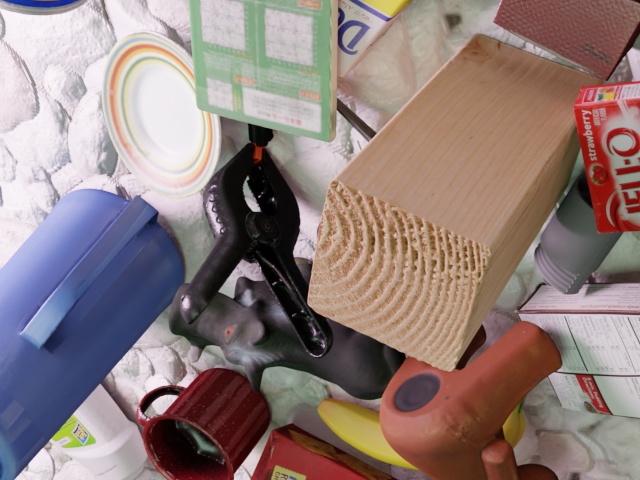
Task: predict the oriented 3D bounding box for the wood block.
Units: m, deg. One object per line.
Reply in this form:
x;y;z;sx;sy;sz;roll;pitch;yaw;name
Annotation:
0.083;-0.031;0.622;0.091;0.205;0.090;23;130;16;wood block

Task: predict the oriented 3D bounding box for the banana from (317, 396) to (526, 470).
0.087;0.154;0.863;0.198;0.037;0.069;-11;87;34;banana

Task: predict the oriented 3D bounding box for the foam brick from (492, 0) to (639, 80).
0.149;-0.138;0.614;0.078;0.051;0.053;31;132;11;foam brick

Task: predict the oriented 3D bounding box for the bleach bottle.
-0.260;0.160;1.061;0.103;0.068;0.251;-29;105;41;bleach bottle

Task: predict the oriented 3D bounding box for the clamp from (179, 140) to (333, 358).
-0.055;0.001;0.763;0.039;0.120;0.171;-37;54;34;clamp

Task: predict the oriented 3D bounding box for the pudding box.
0.197;0.074;0.717;0.114;0.039;0.090;-5;117;52;pudding box

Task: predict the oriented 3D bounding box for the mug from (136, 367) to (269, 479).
-0.108;0.164;0.955;0.117;0.081;0.093;19;128;19;mug

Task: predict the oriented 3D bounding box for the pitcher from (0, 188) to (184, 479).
-0.218;0.070;0.850;0.145;0.242;0.149;6;129;25;pitcher

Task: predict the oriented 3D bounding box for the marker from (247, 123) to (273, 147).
-0.049;-0.123;0.767;0.020;0.020;0.121;11;125;25;marker
